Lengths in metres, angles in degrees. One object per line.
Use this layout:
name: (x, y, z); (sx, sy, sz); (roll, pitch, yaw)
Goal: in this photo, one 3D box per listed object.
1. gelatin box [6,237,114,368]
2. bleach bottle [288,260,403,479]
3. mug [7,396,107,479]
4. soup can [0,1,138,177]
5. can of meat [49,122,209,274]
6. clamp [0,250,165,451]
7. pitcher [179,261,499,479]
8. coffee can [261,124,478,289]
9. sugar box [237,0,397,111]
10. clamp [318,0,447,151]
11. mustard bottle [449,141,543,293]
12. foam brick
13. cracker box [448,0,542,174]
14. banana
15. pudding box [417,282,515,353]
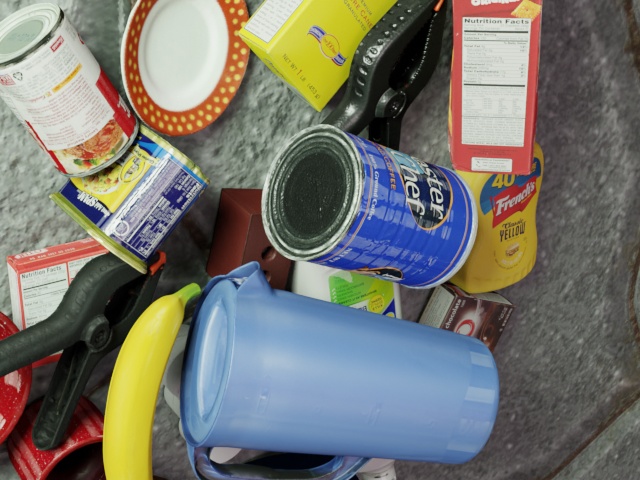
gelatin box: (-0.199, 0.047, 0.823); (0.073, 0.030, 0.089); (-15, 119, -30)
bleach bottle: (0.038, 0.107, 0.963); (0.102, 0.068, 0.251); (-21, 109, -25)
mug: (-0.201, 0.186, 0.863); (0.093, 0.082, 0.117); (-14, 121, -31)
soup can: (-0.179, -0.102, 0.730); (0.068, 0.069, 0.102); (-40, 131, -12)
can of meat: (-0.138, -0.037, 0.775); (0.084, 0.102, 0.057); (-52, 132, -4)
clamp: (-0.177, 0.075, 0.796); (0.171, 0.039, 0.120); (-43, 150, -29)
pitcher: (0.013, 0.122, 0.858); (0.242, 0.145, 0.149); (12, 148, -20)
coffee can: (0.040, -0.023, 0.824); (0.140, 0.103, 0.103); (15, 105, -45)
sugar box: (0.024, -0.197, 0.836); (0.176, 0.048, 0.093); (-49, 144, 0)
clamp: (0.040, -0.113, 0.866); (0.164, 0.036, 0.210); (-14, 135, -48)
mustard bottle: (0.171, -0.048, 1.026); (0.096, 0.058, 0.192); (-18, 123, -28)
foam brick: (-0.056, 0.001, 0.889); (0.052, 0.051, 0.078); (-3, 115, -36)
cracker box: (0.137, -0.183, 0.835); (0.072, 0.164, 0.214); (2, 136, 10)
banana: (-0.133, 0.126, 0.811); (0.069, 0.037, 0.198); (15, 89, -47)
pudding box: (0.138, 0.102, 1.097); (0.089, 0.039, 0.113); (11, 107, -39)
